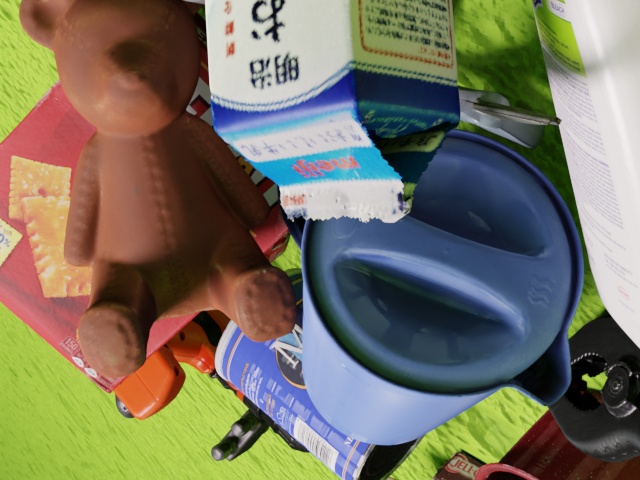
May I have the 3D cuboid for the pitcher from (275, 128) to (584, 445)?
[{"bbox_3d":[0.042,0.037,0.605,0.145,0.149,0.243,3,161,-4],"label":"pitcher"}]

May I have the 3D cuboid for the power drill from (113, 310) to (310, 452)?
[{"bbox_3d":[-0.093,0.106,0.870,0.185,0.057,0.187,44,-166,28],"label":"power drill"}]

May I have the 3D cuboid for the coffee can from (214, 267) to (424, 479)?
[{"bbox_3d":[0.007,0.101,0.781,0.140,0.102,0.103,37,149,24],"label":"coffee can"}]

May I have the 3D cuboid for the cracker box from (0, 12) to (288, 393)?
[{"bbox_3d":[-0.119,-0.029,0.680,0.164,0.214,0.072,45,-164,-12],"label":"cracker box"}]

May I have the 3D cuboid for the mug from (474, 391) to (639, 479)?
[{"bbox_3d":[0.161,0.155,0.644,0.117,0.081,0.093,55,152,-7],"label":"mug"}]

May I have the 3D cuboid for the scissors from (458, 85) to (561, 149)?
[{"bbox_3d":[0.086,-0.053,0.475,0.096,0.016,0.202,17,-172,-23],"label":"scissors"}]
